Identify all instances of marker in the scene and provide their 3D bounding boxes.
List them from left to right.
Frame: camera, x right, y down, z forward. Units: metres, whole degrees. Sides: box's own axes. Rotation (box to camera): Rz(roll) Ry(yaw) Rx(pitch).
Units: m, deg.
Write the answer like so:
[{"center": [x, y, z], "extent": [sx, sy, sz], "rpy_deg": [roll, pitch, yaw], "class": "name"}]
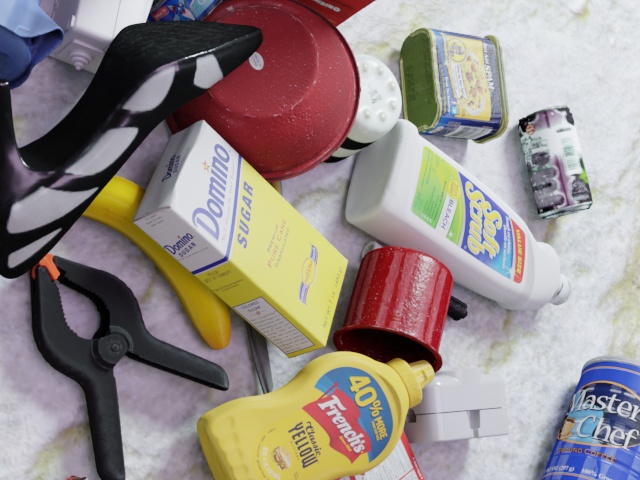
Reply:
[{"center": [0.087, 0.038, 0.957], "extent": [0.121, 0.020, 0.020], "rpy_deg": [34, 63, -25], "class": "marker"}]

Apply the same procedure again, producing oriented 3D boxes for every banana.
[{"center": [-0.132, 0.004, 0.803], "extent": [0.197, 0.037, 0.069], "rpy_deg": [37, 90, -20], "class": "banana"}]

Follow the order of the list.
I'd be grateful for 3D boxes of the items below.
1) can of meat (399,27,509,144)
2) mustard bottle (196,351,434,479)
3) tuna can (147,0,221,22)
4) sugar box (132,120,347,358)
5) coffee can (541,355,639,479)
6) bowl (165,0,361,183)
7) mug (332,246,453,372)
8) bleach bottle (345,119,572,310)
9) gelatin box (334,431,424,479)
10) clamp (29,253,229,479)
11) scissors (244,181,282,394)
[{"center": [0.124, -0.145, 1.000], "extent": [0.083, 0.058, 0.102], "rpy_deg": [2, 78, -32], "class": "can of meat"}, {"center": [0.007, 0.141, 0.828], "extent": [0.191, 0.058, 0.096], "rpy_deg": [-24, 95, -22], "class": "mustard bottle"}, {"center": [-0.100, -0.198, 0.836], "extent": [0.033, 0.086, 0.086], "rpy_deg": [43, 59, -22], "class": "tuna can"}, {"center": [-0.055, 0.001, 0.813], "extent": [0.176, 0.048, 0.093], "rpy_deg": [46, 41, -31], "class": "sugar box"}, {"center": [0.274, 0.194, 1.002], "extent": [0.102, 0.103, 0.140], "rpy_deg": [41, 60, -21], "class": "coffee can"}, {"center": [-0.047, -0.129, 0.831], "extent": [0.162, 0.055, 0.162], "rpy_deg": [0, 76, -2], "class": "bowl"}, {"center": [0.070, 0.064, 0.903], "extent": [0.117, 0.093, 0.081], "rpy_deg": [49, 49, -46], "class": "mug"}, {"center": [0.140, -0.009, 0.979], "extent": [0.250, 0.068, 0.102], "rpy_deg": [28, 65, -30], "class": "bleach bottle"}, {"center": [0.045, 0.209, 0.884], "extent": [0.089, 0.030, 0.073], "rpy_deg": [-29, 98, -35], "class": "gelatin box"}, {"center": [-0.156, 0.088, 0.765], "extent": [0.171, 0.039, 0.120], "rpy_deg": [46, 57, -13], "class": "clamp"}, {"center": [-0.049, 0.016, 0.869], "extent": [0.096, 0.016, 0.202], "rpy_deg": [-27, 96, -36], "class": "scissors"}]
